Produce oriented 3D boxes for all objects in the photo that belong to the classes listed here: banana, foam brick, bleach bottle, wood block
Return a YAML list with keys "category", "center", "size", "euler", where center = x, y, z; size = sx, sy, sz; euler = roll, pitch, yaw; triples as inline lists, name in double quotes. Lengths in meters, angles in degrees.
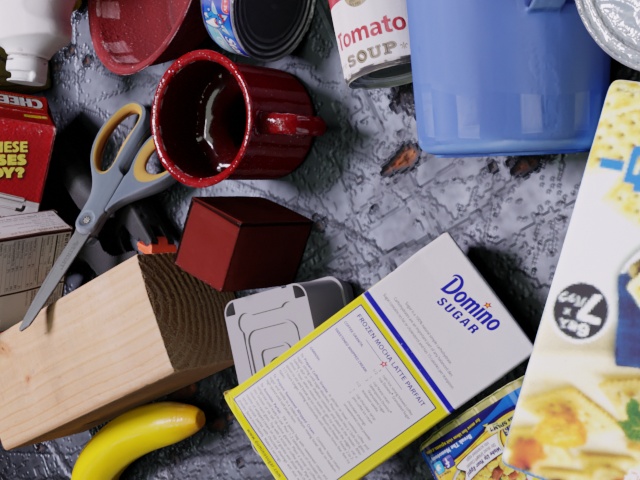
- category: "banana"
  center: [-0.159, 0.181, 0.865]
  size: [0.069, 0.037, 0.198]
  euler: [36, 123, 1]
- category: "foam brick"
  center: [-0.055, 0.001, 0.757]
  size: [0.053, 0.078, 0.051]
  euler: [27, 108, 35]
- category: "bleach bottle"
  center: [-0.206, -0.245, 0.817]
  size: [0.103, 0.068, 0.251]
  euler: [6, 90, 33]
- category: "wood block"
  center: [-0.165, 0.087, 0.834]
  size: [0.206, 0.090, 0.090]
  euler: [-27, 76, 34]

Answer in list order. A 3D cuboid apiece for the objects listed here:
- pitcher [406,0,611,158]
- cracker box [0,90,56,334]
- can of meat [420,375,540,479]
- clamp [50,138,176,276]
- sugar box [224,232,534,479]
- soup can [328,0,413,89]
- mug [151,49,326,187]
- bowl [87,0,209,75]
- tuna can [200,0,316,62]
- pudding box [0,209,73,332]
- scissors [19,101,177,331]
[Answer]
- category: "pitcher"
  center: [0.107, -0.169, 0.593]
  size: [0.145, 0.149, 0.243]
  euler: [1, 96, 35]
- category: "cracker box"
  center: [-0.320, -0.023, 0.878]
  size: [0.072, 0.164, 0.214]
  euler: [-122, 45, -54]
- category: "can of meat"
  center: [0.119, 0.138, 0.649]
  size: [0.102, 0.057, 0.084]
  euler: [-40, 67, 30]
- category: "clamp"
  center: [-0.182, -0.021, 0.874]
  size: [0.172, 0.039, 0.120]
  euler: [7, 101, 39]
- category: "sugar box"
  center: [0.037, 0.084, 0.667]
  size: [0.176, 0.048, 0.093]
  euler: [-35, 79, 1]
- category: "soup can"
  center: [0.039, -0.155, 0.687]
  size: [0.069, 0.068, 0.102]
  euler: [-14, 85, 36]
- category: "mug"
  center: [-0.049, -0.083, 0.745]
  size: [0.117, 0.081, 0.093]
  euler: [4, 95, 36]
- category: "bowl"
  center: [-0.110, -0.196, 0.787]
  size: [0.162, 0.055, 0.162]
  euler: [-12, 74, 48]
- category: "tuna can"
  center: [-0.042, -0.168, 0.734]
  size: [0.034, 0.085, 0.086]
  euler: [21, 105, 35]
- category: "pudding box"
  center: [-0.257, 0.028, 0.848]
  size: [0.039, 0.113, 0.090]
  euler: [34, 121, 36]
- category: "scissors"
  center: [-0.157, -0.018, 0.816]
  size: [0.096, 0.016, 0.201]
  euler: [5, 66, 22]
